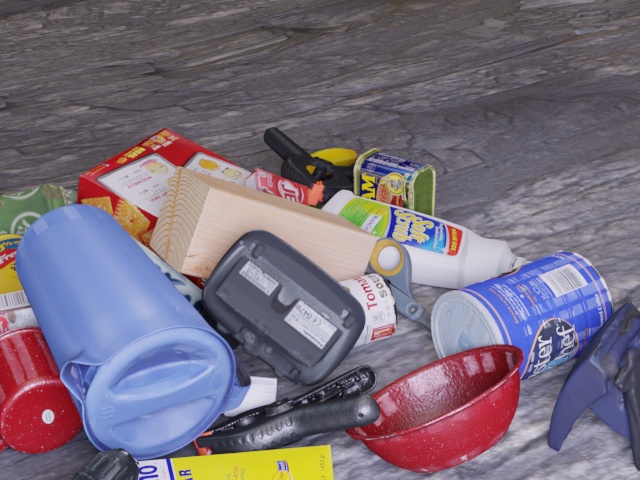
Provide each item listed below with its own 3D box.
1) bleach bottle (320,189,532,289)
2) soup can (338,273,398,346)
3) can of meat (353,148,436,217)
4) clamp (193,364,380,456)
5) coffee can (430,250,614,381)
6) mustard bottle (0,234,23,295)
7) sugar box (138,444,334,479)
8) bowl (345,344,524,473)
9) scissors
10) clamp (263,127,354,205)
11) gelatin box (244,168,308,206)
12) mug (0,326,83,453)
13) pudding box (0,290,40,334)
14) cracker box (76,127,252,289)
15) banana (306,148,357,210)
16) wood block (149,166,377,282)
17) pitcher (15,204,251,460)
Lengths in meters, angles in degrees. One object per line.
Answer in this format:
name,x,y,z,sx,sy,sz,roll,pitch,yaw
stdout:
bleach bottle,0.118,0.008,1.206,0.251,0.068,0.102,12,36,25
soup can,0.019,0.076,1.074,0.102,0.068,0.069,-13,27,-19
can of meat,0.090,-0.052,1.289,0.084,0.102,0.057,18,32,33
clamp,-0.024,0.153,0.902,0.171,0.039,0.120,-23,0,-4
coffee can,0.190,0.077,1.008,0.140,0.103,0.103,-18,30,-28
mustard bottle,-0.341,0.037,1.210,0.096,0.058,0.192,-19,30,-28
sugar box,-0.076,0.209,0.837,0.176,0.048,0.093,-3,26,-1
bowl,0.104,0.147,0.890,0.162,0.055,0.162,-25,6,2
scissors,0.102,0.055,1.112,0.202,0.016,0.096,18,75,40
clamp,0.007,-0.082,1.350,0.164,0.036,0.210,19,18,-11
gelatin box,-0.047,-0.030,1.204,0.073,0.030,0.089,19,52,-35
mug,-0.268,0.145,0.961,0.117,0.093,0.082,-41,39,-4
pudding box,-0.321,0.103,1.038,0.113,0.090,0.039,-11,29,-16
cracker box,-0.153,-0.036,1.260,0.214,0.072,0.164,28,37,17
banana,-0.006,-0.085,1.447,0.069,0.037,0.197,27,33,3
wood block,-0.058,0.001,1.105,0.205,0.091,0.090,16,9,-33
pitcher,-0.175,0.071,0.944,0.145,0.149,0.243,-29,42,-14
